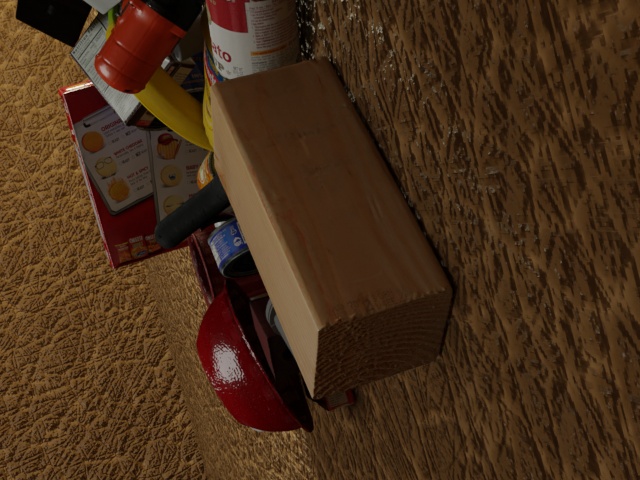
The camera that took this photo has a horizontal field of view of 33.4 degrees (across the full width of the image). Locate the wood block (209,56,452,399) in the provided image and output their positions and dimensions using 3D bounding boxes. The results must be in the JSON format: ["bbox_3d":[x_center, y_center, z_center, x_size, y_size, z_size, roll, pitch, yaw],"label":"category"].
[{"bbox_3d":[0.001,-0.013,0.711,0.091,0.090,0.206,92,157,-54],"label":"wood block"}]

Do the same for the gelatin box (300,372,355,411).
[{"bbox_3d":[-0.001,0.116,1.004,0.089,0.030,0.073,-175,69,-75],"label":"gelatin box"}]

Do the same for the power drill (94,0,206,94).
[{"bbox_3d":[-0.117,-0.217,0.881,0.057,0.184,0.187,36,-168,-15],"label":"power drill"}]

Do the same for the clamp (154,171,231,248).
[{"bbox_3d":[-0.060,-0.056,0.909,0.172,0.120,0.039,-37,90,40],"label":"clamp"}]

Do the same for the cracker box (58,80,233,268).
[{"bbox_3d":[-0.198,-0.094,1.252,0.072,0.164,0.214,-145,40,-66],"label":"cracker box"}]

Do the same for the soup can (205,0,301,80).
[{"bbox_3d":[-0.048,-0.169,0.766,0.102,0.068,0.068,87,161,-47],"label":"soup can"}]

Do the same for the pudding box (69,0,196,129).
[{"bbox_3d":[-0.191,-0.183,1.074,0.090,0.039,0.113,-48,67,23],"label":"pudding box"}]

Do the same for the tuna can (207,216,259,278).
[{"bbox_3d":[-0.056,0.001,0.967,0.086,0.086,0.034,108,141,-68],"label":"tuna can"}]

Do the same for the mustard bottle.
[{"bbox_3d":[-0.071,-0.148,0.903,0.192,0.058,0.096,99,157,-61],"label":"mustard bottle"}]

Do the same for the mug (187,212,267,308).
[{"bbox_3d":[-0.093,0.014,1.136,0.093,0.081,0.117,88,160,-47],"label":"mug"}]

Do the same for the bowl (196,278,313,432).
[{"bbox_3d":[-0.068,0.117,0.985,0.162,0.055,0.162,60,-177,-6],"label":"bowl"}]

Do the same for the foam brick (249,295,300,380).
[{"bbox_3d":[-0.013,0.073,0.900,0.051,0.078,0.053,-123,19,-49],"label":"foam brick"}]

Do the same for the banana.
[{"bbox_3d":[-0.135,-0.137,1.001,0.197,0.069,0.037,46,138,-18],"label":"banana"}]
